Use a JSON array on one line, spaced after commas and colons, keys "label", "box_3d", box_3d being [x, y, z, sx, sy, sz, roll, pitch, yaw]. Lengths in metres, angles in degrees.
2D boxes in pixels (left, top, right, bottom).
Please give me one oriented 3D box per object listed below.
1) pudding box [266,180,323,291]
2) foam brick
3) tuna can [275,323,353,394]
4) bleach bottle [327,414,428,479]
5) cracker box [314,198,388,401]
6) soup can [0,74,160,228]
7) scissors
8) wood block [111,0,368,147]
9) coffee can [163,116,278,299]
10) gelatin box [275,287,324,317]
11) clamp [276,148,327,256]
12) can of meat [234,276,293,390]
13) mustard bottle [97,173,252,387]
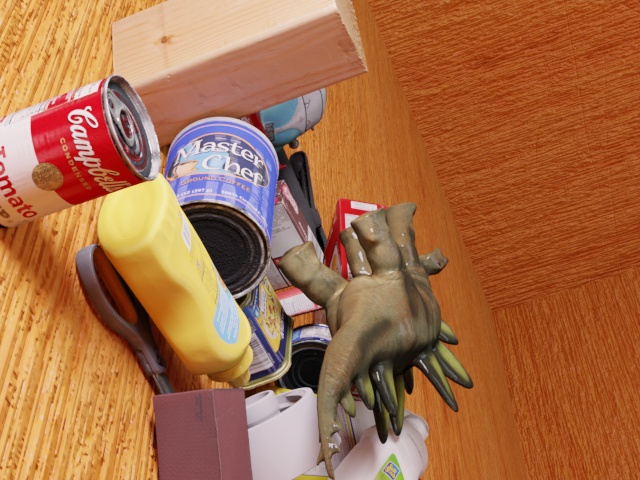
[{"label": "pudding box", "box_3d": [-0.057, 0.001, 1.054, 0.039, 0.090, 0.113, -91, 159, -48]}, {"label": "foam brick", "box_3d": [-0.085, 0.148, 0.777, 0.051, 0.053, 0.078, 21, 62, -66]}, {"label": "tuna can", "box_3d": [-0.006, 0.131, 1.105, 0.033, 0.086, 0.086, -76, 146, -64]}, {"label": "bleach bottle", "box_3d": [0.041, 0.250, 0.969, 0.250, 0.068, 0.102, -46, 120, -49]}, {"label": "cracker box", "box_3d": [0.040, 0.081, 1.235, 0.213, 0.072, 0.164, -92, -168, -51]}, {"label": "soup can", "box_3d": [-0.159, -0.053, 0.656, 0.068, 0.102, 0.068, -18, 90, -77]}, {"label": "scissors", "box_3d": [-0.129, 0.074, 0.812, 0.096, 0.016, 0.201, -90, 159, -54]}, {"label": "wood block", "box_3d": [-0.073, -0.173, 0.952, 0.090, 0.206, 0.091, 55, 21, -53]}, {"label": "coffee can", "box_3d": [-0.090, -0.029, 0.921, 0.140, 0.103, 0.103, -89, 157, -55]}, {"label": "gelatin box", "box_3d": [-0.030, 0.066, 1.119, 0.089, 0.073, 0.030, -2, 75, -78]}, {"label": "clamp", "box_3d": [-0.023, -0.031, 1.367, 0.164, 0.036, 0.210, 26, 49, -74]}, {"label": "can of meat", "box_3d": [-0.068, 0.072, 0.983, 0.102, 0.057, 0.084, -87, 154, -59]}, {"label": "mustard bottle", "box_3d": [-0.099, 0.044, 0.806, 0.096, 0.058, 0.191, -104, 169, -52]}]
